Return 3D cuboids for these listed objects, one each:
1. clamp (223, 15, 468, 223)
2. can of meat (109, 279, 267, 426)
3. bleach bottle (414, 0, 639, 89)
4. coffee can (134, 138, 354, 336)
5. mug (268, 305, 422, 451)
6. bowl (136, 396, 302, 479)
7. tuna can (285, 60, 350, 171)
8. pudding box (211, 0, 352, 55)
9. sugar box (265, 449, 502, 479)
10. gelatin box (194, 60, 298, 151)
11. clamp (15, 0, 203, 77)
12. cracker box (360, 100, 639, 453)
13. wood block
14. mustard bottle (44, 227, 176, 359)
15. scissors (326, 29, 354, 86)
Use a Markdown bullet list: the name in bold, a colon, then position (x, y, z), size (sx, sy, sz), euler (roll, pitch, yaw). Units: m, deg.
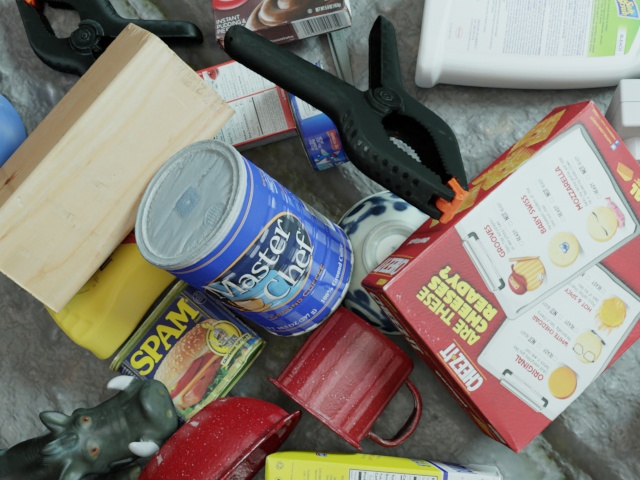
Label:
- **clamp**: position (0.031, -0.096, 0.790), size (0.164, 0.036, 0.210), euler (-7, 52, -34)
- **can of meat**: position (-0.106, 0.093, 0.871), size (0.084, 0.057, 0.102), euler (40, 89, 7)
- **bleach bottle**: position (0.207, -0.162, 0.865), size (0.251, 0.068, 0.102), euler (8, 87, 5)
- **coffee can**: position (-0.055, 0.001, 0.809), size (0.103, 0.140, 0.103), euler (-21, 53, 30)
- **mug**: position (0.029, 0.112, 0.840), size (0.117, 0.093, 0.081), euler (38, 83, -1)
- **bowl**: position (-0.088, 0.171, 0.807), size (0.055, 0.162, 0.162), euler (43, 89, 10)
- **tuna can**: position (-0.002, -0.100, 0.868), size (0.034, 0.086, 0.086), euler (-17, 82, 5)
- **pudding box**: position (-0.035, -0.210, 0.886), size (0.113, 0.039, 0.090), euler (-10, 71, 7)
- **sugar box**: position (0.049, 0.189, 0.823), size (0.176, 0.093, 0.048), euler (1, 83, 6)
- **gelatin box**: position (-0.069, -0.114, 0.905), size (0.089, 0.030, 0.073), euler (-17, 83, 4)
- **clamp**: position (-0.197, -0.161, 0.921), size (0.171, 0.039, 0.120), euler (26, 82, 15)
- **cracker box**: position (0.163, 0.025, 0.807), size (0.213, 0.072, 0.164), euler (-41, 100, -9)
- **wood block**: position (-0.175, -0.060, 0.832), size (0.206, 0.091, 0.090), euler (-48, 118, -1)
- **mustard bottle**: position (-0.141, 0.000, 0.874), size (0.191, 0.058, 0.096), euler (-49, 40, -2)
- **scissors**: position (0.020, -0.224, 0.915), size (0.096, 0.016, 0.202), euler (-28, 81, 3)
